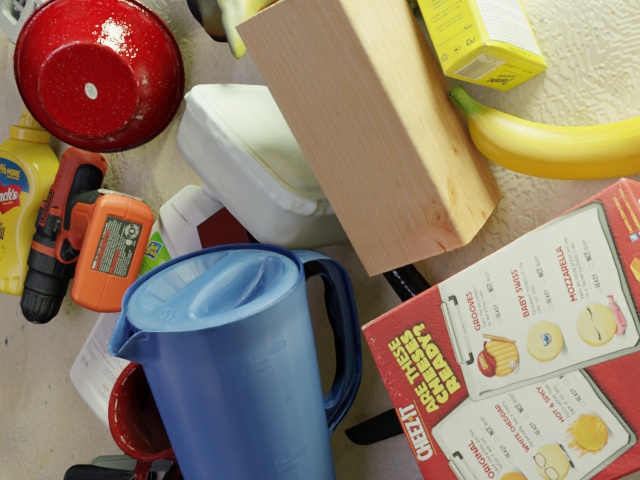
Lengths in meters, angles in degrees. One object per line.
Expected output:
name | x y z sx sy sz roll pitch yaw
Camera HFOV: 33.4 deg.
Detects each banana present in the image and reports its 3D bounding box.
banana | 0.183 -0.071 0.734 0.198 0.069 0.037 5 53 30

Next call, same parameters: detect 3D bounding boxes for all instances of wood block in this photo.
wood block | 0.039 -0.092 0.773 0.091 0.090 0.206 -20 105 35

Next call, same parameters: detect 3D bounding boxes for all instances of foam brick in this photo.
foam brick | -0.056 0.001 0.904 0.051 0.078 0.053 -31 70 34

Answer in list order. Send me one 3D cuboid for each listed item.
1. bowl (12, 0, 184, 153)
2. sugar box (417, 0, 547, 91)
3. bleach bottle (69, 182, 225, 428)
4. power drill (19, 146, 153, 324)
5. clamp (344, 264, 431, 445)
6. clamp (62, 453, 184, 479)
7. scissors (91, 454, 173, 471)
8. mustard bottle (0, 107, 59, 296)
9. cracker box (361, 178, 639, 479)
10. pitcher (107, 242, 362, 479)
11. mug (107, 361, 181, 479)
bowl | -0.208 -0.146 0.979 0.162 0.055 0.162 0 116 1
sugar box | 0.100 -0.200 0.781 0.048 0.093 0.176 -31 70 33
bleach bottle | -0.138 0.051 0.976 0.103 0.067 0.251 42 111 32
power drill | -0.229 0.009 1.010 0.188 0.057 0.184 23 98 58
clamp | 0.105 0.111 0.802 0.210 0.036 0.165 23 109 35
clamp | -0.181 0.231 1.018 0.172 0.039 0.120 -47 67 20
scissors | -0.110 0.181 0.951 0.202 0.016 0.096 13 88 22
mustard bottle | -0.313 -0.043 1.115 0.096 0.058 0.192 15 97 42
cracker box | 0.153 0.083 0.700 0.214 0.072 0.164 -33 69 29
pitcher | -0.046 0.129 0.807 0.149 0.145 0.243 -4 115 17
mug | -0.123 0.158 0.906 0.093 0.081 0.117 10 77 30
